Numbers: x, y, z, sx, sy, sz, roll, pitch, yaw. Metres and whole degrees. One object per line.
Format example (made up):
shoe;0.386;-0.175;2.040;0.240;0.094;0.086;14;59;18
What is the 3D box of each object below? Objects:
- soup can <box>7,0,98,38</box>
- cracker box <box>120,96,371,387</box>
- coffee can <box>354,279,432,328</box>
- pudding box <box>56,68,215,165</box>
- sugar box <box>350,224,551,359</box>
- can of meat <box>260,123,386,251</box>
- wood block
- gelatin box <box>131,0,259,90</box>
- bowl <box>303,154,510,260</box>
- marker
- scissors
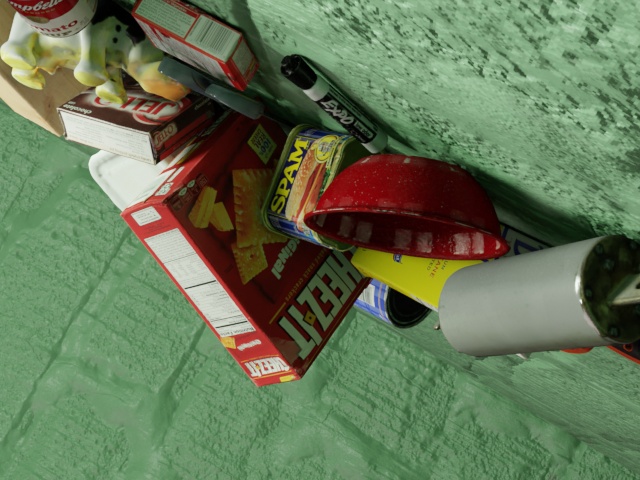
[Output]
soup can;-0.219;-0.206;0.843;0.068;0.068;0.102;30;175;3
cracker box;-0.056;0.001;0.987;0.072;0.164;0.213;-15;118;46
coffee can;0.063;0.032;1.272;0.141;0.103;0.102;25;172;42
pudding box;-0.166;-0.114;0.969;0.114;0.089;0.039;15;129;29
sugar box;0.124;0.022;0.937;0.176;0.093;0.048;26;174;30
can of meat;0.004;-0.045;0.923;0.057;0.102;0.084;22;178;-35
wood block;-0.298;-0.203;0.999;0.091;0.090;0.206;27;164;37
gelatin box;-0.097;-0.158;0.833;0.089;0.030;0.073;29;175;11
bowl;0.070;-0.028;0.828;0.162;0.055;0.162;9;170;1
marker;0.010;-0.103;0.806;0.020;0.020;0.121;24;172;47
scissors;-0.051;-0.109;0.906;0.201;0.016;0.096;20;-171;-48
